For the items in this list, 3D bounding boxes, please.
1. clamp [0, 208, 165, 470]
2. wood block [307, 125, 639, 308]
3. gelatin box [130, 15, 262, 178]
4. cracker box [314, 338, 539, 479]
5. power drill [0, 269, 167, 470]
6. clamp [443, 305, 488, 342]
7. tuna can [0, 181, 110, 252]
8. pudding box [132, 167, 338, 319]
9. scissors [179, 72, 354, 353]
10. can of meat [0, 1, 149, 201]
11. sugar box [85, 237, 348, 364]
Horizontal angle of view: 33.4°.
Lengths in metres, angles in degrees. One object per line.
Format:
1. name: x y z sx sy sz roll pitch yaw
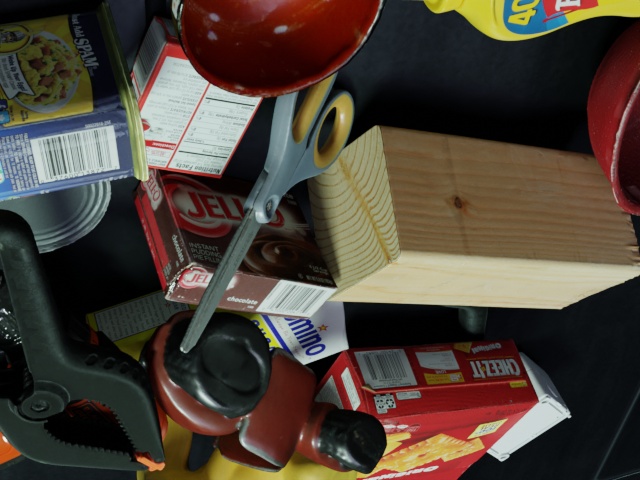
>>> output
1. clamp: -0.159 0.075 0.611 0.165 0.036 0.209 -41 128 21
2. wood block: 0.106 -0.011 0.723 0.205 0.091 0.090 4 157 -31
3. gelatin box: -0.076 -0.080 0.615 0.073 0.030 0.089 6 132 -34
4. cracker box: 0.061 0.170 0.917 0.163 0.072 0.214 -1 143 -27
5. power drill: -0.218 0.105 0.694 0.188 0.057 0.184 -20 132 16
6. clamp: 0.126 0.038 0.851 0.171 0.039 0.120 23 119 -43
7. tuna can: -0.167 -0.033 0.617 0.086 0.034 0.086 -15 140 -13
8. pudding box: -0.054 0.001 0.671 0.113 0.090 0.039 14 129 -39
9. scissors: -0.024 -0.024 0.633 0.096 0.016 0.202 29 80 -65
10. can of meat: -0.138 -0.069 0.539 0.083 0.102 0.057 -12 140 -13
11. sugar box: -0.070 0.067 0.771 0.176 0.048 0.093 -17 137 -7
